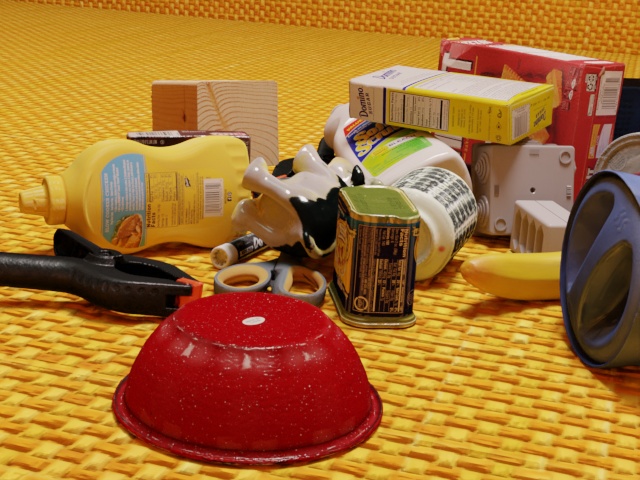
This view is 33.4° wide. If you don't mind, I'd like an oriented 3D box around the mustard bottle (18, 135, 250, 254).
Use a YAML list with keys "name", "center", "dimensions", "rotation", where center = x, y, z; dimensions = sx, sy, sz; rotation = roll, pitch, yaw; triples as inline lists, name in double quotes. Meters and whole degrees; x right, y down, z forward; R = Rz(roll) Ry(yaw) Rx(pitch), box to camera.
- name: "mustard bottle"
  center: [-0.156, -0.037, 0.901]
  dimensions: [0.191, 0.096, 0.058]
  rotation: [-5, 16, -25]

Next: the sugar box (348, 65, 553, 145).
- name: "sugar box"
  center: [0.124, -0.133, 1.030]
  dimensions: [0.176, 0.048, 0.093]
  rotation: [12, 24, 35]

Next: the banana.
- name: "banana"
  center: [0.196, 0.021, 0.843]
  dimensions: [0.197, 0.070, 0.037]
  rotation: [-6, 62, -13]

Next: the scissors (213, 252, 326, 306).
- name: "scissors"
  center: [-0.043, 0.018, 0.880]
  dimensions: [0.096, 0.016, 0.202]
  rotation: [1, 16, -9]

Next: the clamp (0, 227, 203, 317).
- name: "clamp"
  center: [-0.170, 0.026, 0.783]
  dimensions: [0.172, 0.039, 0.120]
  rotation: [13, 20, 29]

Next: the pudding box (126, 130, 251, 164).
- name: "pudding box"
  center: [-0.121, -0.055, 0.979]
  dimensions: [0.113, 0.090, 0.039]
  rotation: [-1, 15, -12]

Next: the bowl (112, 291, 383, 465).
- name: "bowl"
  center: [-0.041, 0.071, 0.631]
  dimensions: [0.162, 0.055, 0.162]
  rotation: [3, 17, -1]

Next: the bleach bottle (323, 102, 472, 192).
- name: "bleach bottle"
  center: [0.056, -0.087, 1.078]
  dimensions: [0.102, 0.068, 0.251]
  rotation: [-28, 29, -7]

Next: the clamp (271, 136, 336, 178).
- name: "clamp"
  center: [0.024, -0.072, 1.160]
  dimensions: [0.165, 0.036, 0.209]
  rotation: [15, 23, 28]

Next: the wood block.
- name: "wood block"
  center: [-0.123, -0.134, 1.196]
  dimensions: [0.090, 0.091, 0.206]
  rotation: [-4, 10, -21]

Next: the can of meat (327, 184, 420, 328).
- name: "can of meat"
  center: [0.041, 0.009, 0.805]
  dimensions: [0.057, 0.084, 0.102]
  rotation: [1, 16, -8]

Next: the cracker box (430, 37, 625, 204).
- name: "cracker box"
  center: [0.213, -0.125, 1.155]
  dimensions: [0.071, 0.164, 0.214]
  rotation: [-6, 19, -36]

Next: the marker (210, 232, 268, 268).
- name: "marker"
  center: [-0.056, 0.001, 0.927]
  dimensions: [0.020, 0.020, 0.120]
  rotation: [11, 18, 24]
